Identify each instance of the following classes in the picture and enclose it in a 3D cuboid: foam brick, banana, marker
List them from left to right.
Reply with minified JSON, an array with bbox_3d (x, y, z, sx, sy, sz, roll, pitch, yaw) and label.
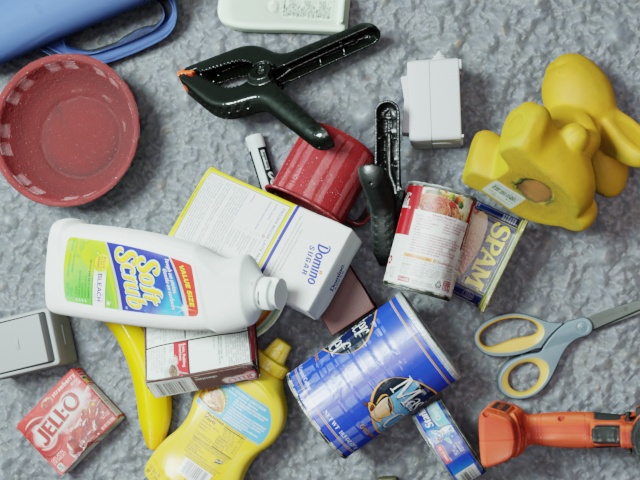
[{"bbox_3d":[-0.197,0.120,1.118,0.070,0.037,0.198,-36,78,33],"label":"banana"},{"bbox_3d":[-0.053,-0.052,1.116,0.020,0.020,0.121,-17,84,6],"label":"marker"},{"bbox_3d":[0.016,0.050,1.085,0.053,0.051,0.078,-32,83,3],"label":"foam brick"}]

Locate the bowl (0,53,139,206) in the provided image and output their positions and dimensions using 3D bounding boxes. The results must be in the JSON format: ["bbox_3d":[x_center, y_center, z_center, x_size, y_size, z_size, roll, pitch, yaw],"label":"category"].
[{"bbox_3d":[-0.262,-0.113,1.129,0.162,0.055,0.162,0,86,7],"label":"bowl"}]

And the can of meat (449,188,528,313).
[{"bbox_3d":[0.148,0.009,1.068,0.084,0.057,0.102,26,89,11],"label":"can of meat"}]

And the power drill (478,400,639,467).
[{"bbox_3d":[0.245,0.182,0.990,0.188,0.184,0.057,-2,86,17],"label":"power drill"}]

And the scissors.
[{"bbox_3d":[0.256,0.107,1.068,0.202,0.016,0.096,-5,87,7],"label":"scissors"}]

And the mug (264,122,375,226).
[{"bbox_3d":[0.012,-0.060,1.079,0.117,0.093,0.081,33,81,-25],"label":"mug"}]

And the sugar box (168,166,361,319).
[{"bbox_3d":[-0.057,0.002,1.061,0.176,0.048,0.093,26,81,22],"label":"sugar box"}]

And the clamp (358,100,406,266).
[{"bbox_3d":[0.062,-0.037,1.038,0.039,0.120,0.171,3,122,19],"label":"clamp"}]

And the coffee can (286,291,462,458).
[{"bbox_3d":[0.053,0.132,1.048,0.140,0.102,0.103,-36,83,4],"label":"coffee can"}]

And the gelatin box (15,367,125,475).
[{"bbox_3d":[-0.263,0.190,1.123,0.089,0.030,0.073,-45,82,2],"label":"gelatin box"}]

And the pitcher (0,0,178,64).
[{"bbox_3d":[-0.276,-0.262,1.113,0.243,0.145,0.149,-24,72,9],"label":"pitcher"}]

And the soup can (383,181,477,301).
[{"bbox_3d":[0.104,0.001,1.014,0.068,0.068,0.102,14,88,8],"label":"soup can"}]

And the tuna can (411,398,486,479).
[{"bbox_3d":[0.126,0.198,1.043,0.034,0.086,0.086,-33,83,2],"label":"tuna can"}]

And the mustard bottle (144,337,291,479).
[{"bbox_3d":[-0.089,0.183,1.086,0.096,0.058,0.191,34,91,8],"label":"mustard bottle"}]

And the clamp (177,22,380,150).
[{"bbox_3d":[-0.053,-0.153,1.081,0.210,0.036,0.164,-1,51,21],"label":"clamp"}]

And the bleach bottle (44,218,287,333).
[{"bbox_3d":[-0.149,0.035,1.036,0.251,0.068,0.102,3,88,26],"label":"bleach bottle"}]

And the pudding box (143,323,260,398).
[{"bbox_3d":[-0.119,0.101,1.068,0.113,0.039,0.090,-10,56,5],"label":"pudding box"}]
